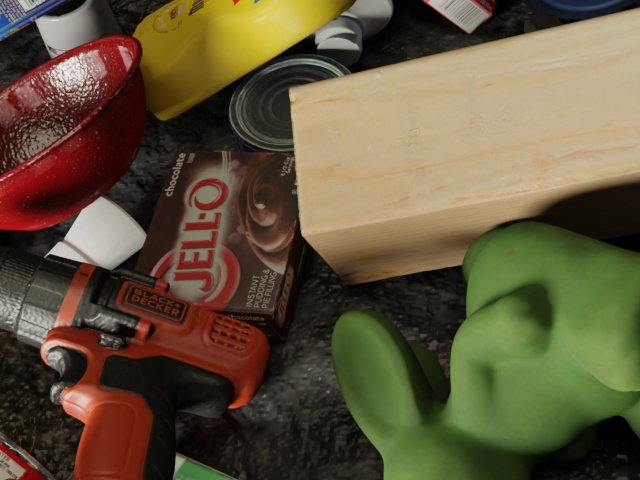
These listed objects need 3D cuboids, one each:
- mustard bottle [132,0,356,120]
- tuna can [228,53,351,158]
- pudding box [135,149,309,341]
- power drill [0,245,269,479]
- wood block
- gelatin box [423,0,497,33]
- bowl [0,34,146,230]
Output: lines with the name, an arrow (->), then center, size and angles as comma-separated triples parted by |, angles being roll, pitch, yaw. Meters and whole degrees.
mustard bottle -> -0.034, -0.151, 0.670 | 0.192, 0.058, 0.096 | -25, 34, 29
tuna can -> -0.014, -0.078, 0.677 | 0.086, 0.034, 0.086 | -6, 53, 8
pudding box -> -0.054, 0.001, 0.625 | 0.090, 0.039, 0.113 | 4, 55, 15
power drill -> -0.125, 0.079, 0.510 | 0.184, 0.057, 0.187 | 18, 37, -3
wood block -> 0.097, -0.047, 0.568 | 0.206, 0.090, 0.090 | -11, 68, 14
gelatin box -> 0.084, -0.194, 0.714 | 0.089, 0.030, 0.073 | 33, 58, -14
bowl -> -0.163, -0.056, 0.646 | 0.162, 0.055, 0.162 | -24, 31, 15
